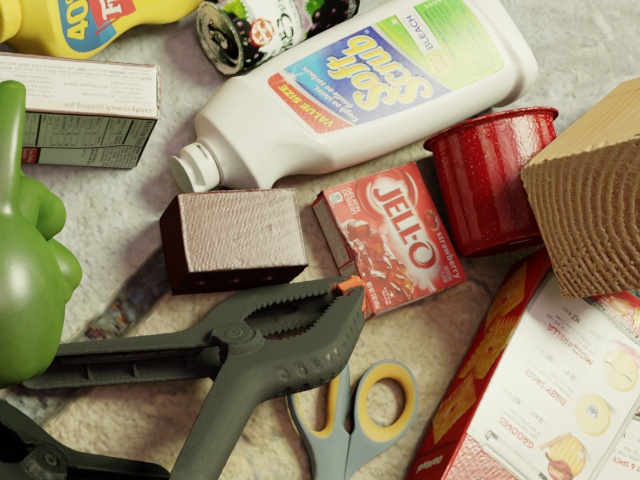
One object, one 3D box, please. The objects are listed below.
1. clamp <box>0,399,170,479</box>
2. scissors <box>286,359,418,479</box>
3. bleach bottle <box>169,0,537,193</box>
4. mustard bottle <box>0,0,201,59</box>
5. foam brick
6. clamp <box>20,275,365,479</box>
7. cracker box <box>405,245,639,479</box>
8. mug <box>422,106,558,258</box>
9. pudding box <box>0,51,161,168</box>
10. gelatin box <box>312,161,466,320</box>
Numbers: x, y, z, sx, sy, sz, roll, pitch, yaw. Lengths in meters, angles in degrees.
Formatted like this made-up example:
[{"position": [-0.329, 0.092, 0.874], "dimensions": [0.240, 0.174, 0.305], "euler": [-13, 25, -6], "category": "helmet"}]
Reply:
[{"position": [-0.144, 0.123, 0.560], "dimensions": [0.171, 0.120, 0.039], "euler": [39, 99, -11], "category": "clamp"}, {"position": [0.020, 0.154, 0.657], "dimensions": [0.096, 0.016, 0.202], "euler": [1, 74, -19], "category": "scissors"}, {"position": [0.019, -0.089, 0.707], "dimensions": [0.250, 0.068, 0.102], "euler": [-30, 84, -22], "category": "bleach bottle"}, {"position": [-0.144, -0.156, 0.625], "dimensions": [0.058, 0.096, 0.191], "euler": [18, 36, 28], "category": "mustard bottle"}, {"position": [-0.054, 0.001, 0.658], "dimensions": [0.078, 0.053, 0.051], "euler": [-4, 75, -20], "category": "foam brick"}, {"position": [-0.046, 0.073, 0.608], "dimensions": [0.209, 0.165, 0.036], "euler": [-19, 123, -30], "category": "clamp"}, {"position": [0.158, 0.135, 0.680], "dimensions": [0.164, 0.072, 0.213], "euler": [33, 67, -6], "category": "cracker box"}, {"position": [0.129, -0.036, 0.722], "dimensions": [0.117, 0.093, 0.081], "euler": [0, 76, -57], "category": "mug"}, {"position": [-0.155, -0.075, 0.627], "dimensions": [0.113, 0.090, 0.039], "euler": [0, 75, -18], "category": "pudding box"}, {"position": [0.045, -0.001, 0.705], "dimensions": [0.073, 0.030, 0.089], "euler": [-18, 81, -23], "category": "gelatin box"}]
